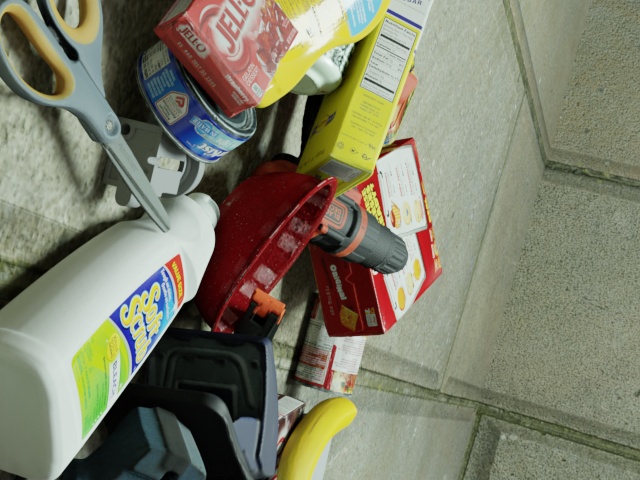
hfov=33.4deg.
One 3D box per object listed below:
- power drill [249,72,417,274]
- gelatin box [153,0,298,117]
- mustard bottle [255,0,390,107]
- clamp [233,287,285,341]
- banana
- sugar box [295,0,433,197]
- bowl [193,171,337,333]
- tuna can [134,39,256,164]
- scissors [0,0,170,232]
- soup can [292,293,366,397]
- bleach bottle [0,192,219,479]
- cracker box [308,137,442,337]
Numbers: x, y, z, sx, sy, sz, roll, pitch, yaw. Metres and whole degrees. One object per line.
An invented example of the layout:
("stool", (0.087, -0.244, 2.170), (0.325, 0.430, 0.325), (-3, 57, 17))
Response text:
("power drill", (0.030, -0.078, 0.972), (0.184, 0.057, 0.187), (29, 68, -37))
("gelatin box", (-0.056, -0.132, 0.672), (0.073, 0.030, 0.089), (50, 39, -25))
("mustard bottle", (-0.001, -0.184, 0.779), (0.191, 0.058, 0.096), (-38, 120, -24))
("clamp", (-0.077, 0.121, 0.875), (0.164, 0.036, 0.210), (-57, 176, -41))
("banana", (-0.006, 0.211, 1.112), (0.197, 0.037, 0.070), (-53, 148, -53))
("sugar box", (0.036, -0.129, 0.882), (0.093, 0.048, 0.176), (-26, -136, 67))
("bowl", (-0.056, 0.001, 0.842), (0.162, 0.055, 0.162), (-52, 173, -10))
("tuna can", (-0.079, -0.095, 0.694), (0.086, 0.034, 0.086), (47, 24, -29))
("scissors", (-0.125, -0.087, 0.618), (0.201, 0.016, 0.096), (47, 52, -58))
("soup can", (0.014, 0.115, 1.183), (0.068, 0.069, 0.102), (21, 83, -72))
("bleach bottle", (-0.130, 0.034, 0.683), (0.250, 0.068, 0.103), (-56, 155, -52))
("cracker box", (0.056, -0.009, 1.130), (0.213, 0.072, 0.164), (-35, 114, -63))
